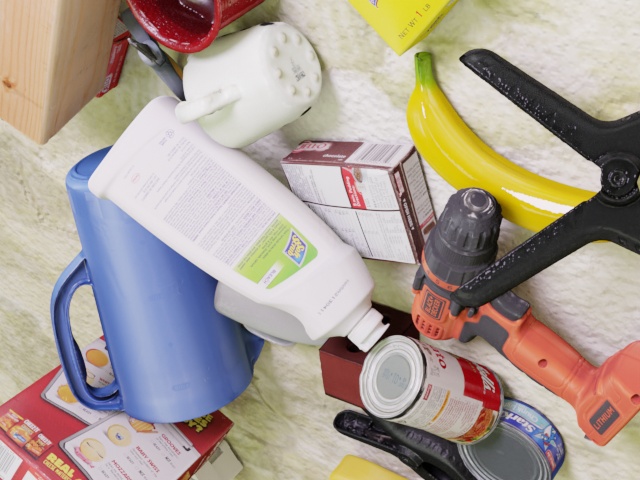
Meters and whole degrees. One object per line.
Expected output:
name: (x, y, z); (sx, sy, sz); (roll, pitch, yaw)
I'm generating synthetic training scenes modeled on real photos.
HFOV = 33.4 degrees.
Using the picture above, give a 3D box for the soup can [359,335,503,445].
soup can: (0.088, 0.119, 0.845); (0.069, 0.068, 0.102); (-8, 156, 45)

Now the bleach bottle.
bleach bottle: (-0.055, 0.001, 0.837); (0.251, 0.068, 0.103); (41, 102, 3)

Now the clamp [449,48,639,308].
clamp: (0.177, -0.027, 0.656); (0.210, 0.036, 0.164); (9, 93, 17)

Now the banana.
banana: (0.129, -0.047, 0.735); (0.198, 0.037, 0.070); (37, 141, 12)

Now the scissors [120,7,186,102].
scissors: (-0.137, -0.155, 0.810); (0.096, 0.016, 0.201); (55, -179, 9)

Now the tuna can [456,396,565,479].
tuna can: (0.159, 0.173, 0.890); (0.086, 0.033, 0.086); (24, 135, 26)

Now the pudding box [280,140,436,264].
pudding box: (0.031, -0.030, 0.836); (0.114, 0.039, 0.090); (8, 129, 41)

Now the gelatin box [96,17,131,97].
gelatin box: (-0.211, -0.180, 0.934); (0.089, 0.030, 0.073); (42, 140, 7)

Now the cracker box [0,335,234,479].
cracker box: (-0.207, 0.194, 1.025); (0.164, 0.213, 0.072); (39, 120, 7)

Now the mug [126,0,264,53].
mug: (-0.093, -0.194, 0.778); (0.117, 0.081, 0.093); (-3, 119, 43)

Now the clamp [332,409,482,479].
clamp: (0.081, 0.176, 0.950); (0.172, 0.039, 0.120); (25, 157, 21)

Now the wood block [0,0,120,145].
wood block: (-0.215, -0.180, 0.821); (0.091, 0.090, 0.206); (35, 146, 2)

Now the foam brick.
foam brick: (0.043, 0.097, 0.898); (0.053, 0.078, 0.051); (16, 130, 31)

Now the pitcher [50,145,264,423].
pitcher: (-0.159, 0.039, 0.975); (0.145, 0.149, 0.243); (1, 117, 27)

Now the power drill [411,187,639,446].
power drill: (0.152, 0.055, 0.760); (0.188, 0.057, 0.184); (36, 156, 16)
